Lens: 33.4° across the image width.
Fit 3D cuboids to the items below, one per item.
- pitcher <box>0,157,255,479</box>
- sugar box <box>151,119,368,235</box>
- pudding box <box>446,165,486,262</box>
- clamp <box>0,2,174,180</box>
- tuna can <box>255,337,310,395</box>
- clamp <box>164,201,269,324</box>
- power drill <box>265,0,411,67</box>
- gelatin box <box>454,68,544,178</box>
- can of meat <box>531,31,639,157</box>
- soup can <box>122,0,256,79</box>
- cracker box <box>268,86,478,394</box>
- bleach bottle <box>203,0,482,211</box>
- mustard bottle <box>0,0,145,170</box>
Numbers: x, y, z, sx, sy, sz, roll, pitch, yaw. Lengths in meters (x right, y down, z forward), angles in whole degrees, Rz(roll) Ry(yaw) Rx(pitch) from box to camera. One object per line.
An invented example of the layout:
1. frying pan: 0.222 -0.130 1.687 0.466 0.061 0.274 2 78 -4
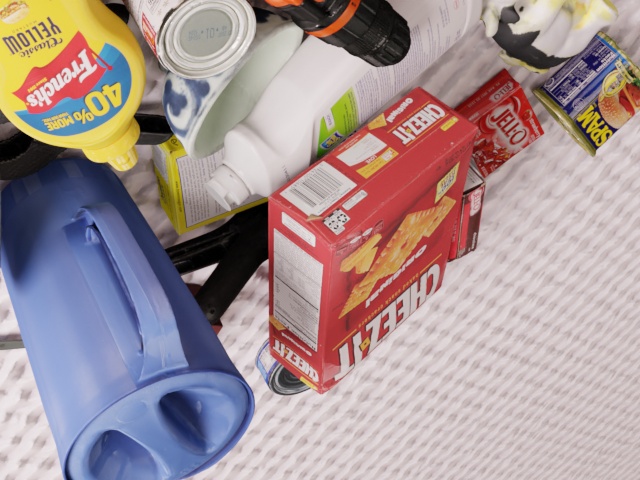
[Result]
1. pitcher: -0.151 0.046 0.756 0.149 0.243 0.144 -43 143 13
2. sugar box: -0.046 -0.077 0.864 0.176 0.048 0.093 -23 143 -20
3. pudding box: 0.098 -0.049 0.947 0.039 0.114 0.090 -26 145 -20
4. clamp: -0.186 -0.083 0.751 0.171 0.039 0.120 -28 132 2
5. tuna can: -0.023 0.125 1.125 0.086 0.034 0.086 -21 142 -17
6. clamp: -0.056 0.001 0.882 0.209 0.165 0.036 -31 114 -17
7. power drill: 0.027 -0.220 0.676 0.184 0.057 0.187 26 90 -45
8. gelatin box: 0.164 -0.108 1.000 0.073 0.030 0.089 -37 144 5
9. can of meat: 0.262 -0.139 1.017 0.084 0.057 0.102 -44 144 10
10. soup can: -0.091 -0.159 0.684 0.068 0.102 0.068 -20 142 -17
11. cracker box: 0.038 0.006 0.855 0.164 0.072 0.214 -39 153 -27
12. bleach bottle: 0.012 -0.120 0.784 0.250 0.068 0.102 -44 154 -11
13. mustard bottle: -0.164 -0.115 0.668 0.096 0.058 0.191 -24 135 3
